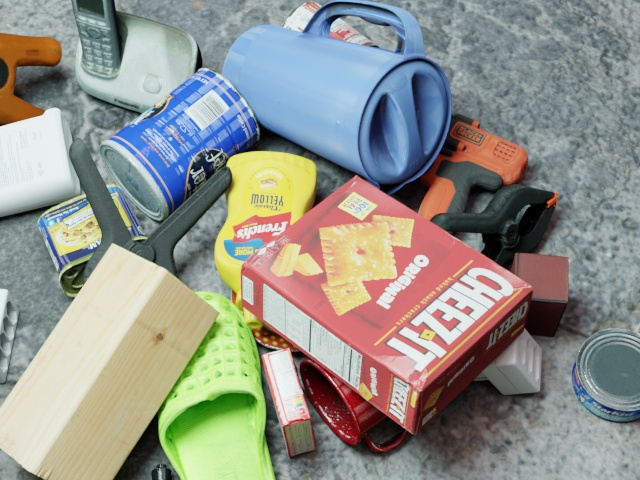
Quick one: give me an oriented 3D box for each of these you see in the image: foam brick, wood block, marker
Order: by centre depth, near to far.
[{"bbox_3d":[-0.144,0.262,0.970,0.020,0.020,0.121,-5,59,-1],"label":"marker"},{"bbox_3d":[-0.197,0.121,0.975,0.090,0.090,0.206,21,73,43],"label":"wood block"},{"bbox_3d":[0.212,0.054,1.049,0.051,0.078,0.053,5,61,4],"label":"foam brick"}]

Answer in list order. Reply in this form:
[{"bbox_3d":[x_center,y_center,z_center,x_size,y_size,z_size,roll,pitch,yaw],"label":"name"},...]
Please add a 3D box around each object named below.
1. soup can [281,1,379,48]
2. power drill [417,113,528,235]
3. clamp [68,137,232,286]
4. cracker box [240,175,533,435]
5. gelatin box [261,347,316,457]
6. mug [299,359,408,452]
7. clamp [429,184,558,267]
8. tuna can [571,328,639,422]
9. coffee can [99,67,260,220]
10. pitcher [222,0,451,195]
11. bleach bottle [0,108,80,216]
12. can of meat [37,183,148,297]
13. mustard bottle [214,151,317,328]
[{"bbox_3d":[0.010,-0.222,1.229,0.102,0.068,0.068,40,68,23],"label":"soup can"},{"bbox_3d":[0.104,-0.063,1.135,0.185,0.057,0.187,25,64,20],"label":"power drill"},{"bbox_3d":[-0.190,0.005,1.053,0.164,0.036,0.210,17,91,-23],"label":"clamp"},{"bbox_3d":[0.057,0.049,0.970,0.214,0.072,0.164,34,54,28],"label":"cracker box"},{"bbox_3d":[-0.028,0.151,0.991,0.030,0.089,0.073,-16,60,-5],"label":"gelatin box"},{"bbox_3d":[0.045,0.142,1.003,0.081,0.093,0.117,-31,93,-21],"label":"mug"},{"bbox_3d":[0.180,0.004,1.086,0.171,0.120,0.039,-24,30,-30],"label":"clamp"},{"bbox_3d":[0.286,0.130,1.025,0.086,0.034,0.086,-1,59,1],"label":"tuna can"},{"bbox_3d":[-0.150,-0.103,1.143,0.103,0.103,0.140,39,67,22],"label":"coffee can"},{"bbox_3d":[0.010,-0.161,1.114,0.243,0.145,0.149,27,71,42],"label":"pitcher"},{"bbox_3d":[-0.393,-0.066,1.151,0.250,0.068,0.102,-13,68,-4],"label":"bleach bottle"},{"bbox_3d":[-0.235,-0.002,1.112,0.102,0.057,0.084,-24,59,-13],"label":"can of meat"},{"bbox_3d":[-0.057,0.001,1.077,0.096,0.058,0.191,5,58,0],"label":"mustard bottle"}]
